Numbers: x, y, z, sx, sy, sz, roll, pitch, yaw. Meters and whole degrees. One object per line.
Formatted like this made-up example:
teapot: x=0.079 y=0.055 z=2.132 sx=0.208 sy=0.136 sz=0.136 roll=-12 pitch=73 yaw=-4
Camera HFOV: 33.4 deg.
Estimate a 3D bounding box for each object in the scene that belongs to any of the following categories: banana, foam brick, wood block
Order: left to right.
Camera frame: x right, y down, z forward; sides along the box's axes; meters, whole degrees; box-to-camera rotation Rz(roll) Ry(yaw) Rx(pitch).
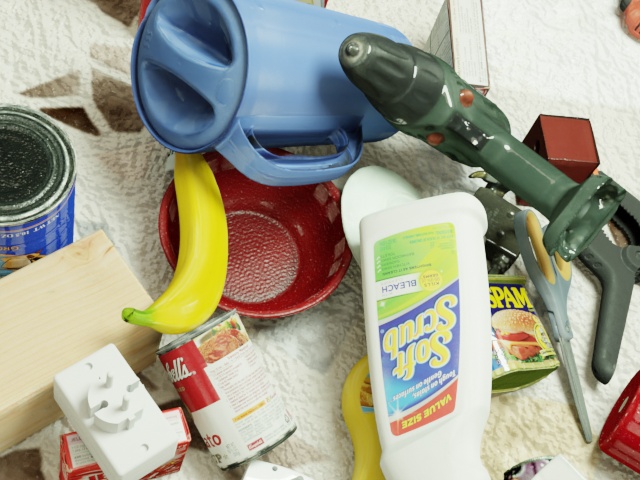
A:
wood block: x=-0.227 y=0.090 z=0.774 sx=0.205 sy=0.090 sz=0.091 roll=-30 pitch=72 yaw=-27
banana: x=-0.097 y=0.005 z=0.800 sx=0.037 sy=0.069 sz=0.197 roll=-21 pitch=36 yaw=22
foam brick: x=0.214 y=-0.072 z=0.981 sx=0.051 sy=0.078 sz=0.053 roll=3 pitch=59 yaw=-12

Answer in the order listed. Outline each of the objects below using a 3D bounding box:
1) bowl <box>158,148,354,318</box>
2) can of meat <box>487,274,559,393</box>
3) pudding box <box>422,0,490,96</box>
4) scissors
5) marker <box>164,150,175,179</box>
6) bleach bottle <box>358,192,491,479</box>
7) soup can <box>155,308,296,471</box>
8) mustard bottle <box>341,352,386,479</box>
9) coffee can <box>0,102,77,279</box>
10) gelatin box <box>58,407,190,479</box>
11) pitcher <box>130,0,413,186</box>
bowl: x=-0.056 y=0.001 z=0.885 sx=0.162 sy=0.055 sz=0.162 roll=6 pitch=60 yaw=-11
can of meat: x=0.143 y=0.078 z=0.875 sx=0.101 sy=0.058 sz=0.084 roll=4 pitch=58 yaw=-48
pudding box: x=0.126 y=-0.161 z=1.001 sx=0.039 sy=0.090 sz=0.113 roll=4 pitch=60 yaw=-11
scissors: x=0.215 y=0.067 z=0.933 sx=0.096 sy=0.016 sz=0.202 roll=-17 pitch=88 yaw=-58
marker: x=-0.119 y=-0.108 z=0.952 sx=0.020 sy=0.020 sz=0.121 roll=12 pitch=59 yaw=-8
bleach bottle: x=0.087 y=0.094 z=0.783 sx=0.103 sy=0.068 sz=0.251 roll=-13 pitch=63 yaw=16
soup can: x=-0.069 y=0.111 z=0.798 sx=0.068 sy=0.069 sz=0.102 roll=-29 pitch=92 yaw=-26
mustard bottle: x=0.065 y=0.141 z=0.836 sx=0.096 sy=0.058 sz=0.191 roll=5 pitch=61 yaw=-13
coffee can: x=-0.236 y=-0.022 z=0.804 sx=0.102 sy=0.140 sz=0.103 roll=6 pitch=60 yaw=-11
gelatin box: x=-0.142 y=0.155 z=0.768 sx=0.089 sy=0.073 sz=0.030 roll=-11 pitch=65 yaw=-20
pitcher: x=-0.022 y=-0.128 z=0.881 sx=0.145 sy=0.149 sz=0.242 roll=14 pitch=12 yaw=40
